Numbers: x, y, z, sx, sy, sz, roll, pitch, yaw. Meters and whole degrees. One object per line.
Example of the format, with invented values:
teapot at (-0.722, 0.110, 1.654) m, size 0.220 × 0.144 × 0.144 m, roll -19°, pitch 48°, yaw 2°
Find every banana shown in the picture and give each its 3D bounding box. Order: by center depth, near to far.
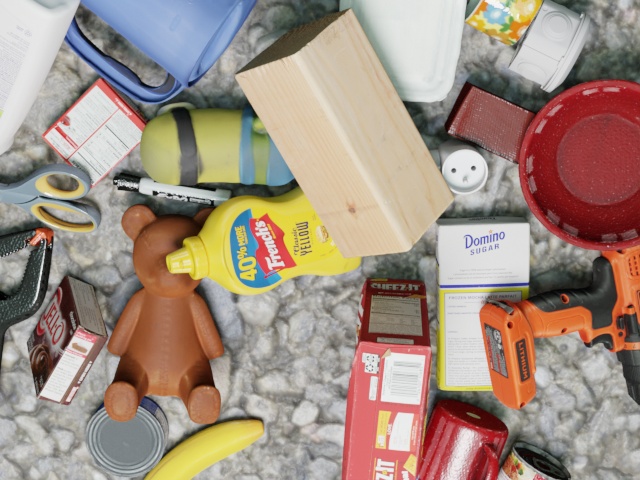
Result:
banana at (-0.145, 0.254, 1.158) m, size 0.069 × 0.037 × 0.198 m, roll 32°, pitch 107°, yaw -30°

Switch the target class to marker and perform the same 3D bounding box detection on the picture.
marker at (-0.152, -0.052, 1.089) m, size 0.121 × 0.020 × 0.020 m, roll 10°, pitch 104°, yaw 0°

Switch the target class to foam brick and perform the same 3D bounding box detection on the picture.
foam brick at (0.167, -0.116, 1.043) m, size 0.078 × 0.053 × 0.051 m, roll 24°, pitch 104°, yaw -5°

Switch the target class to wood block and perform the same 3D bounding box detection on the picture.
wood block at (0.024, -0.094, 0.980) m, size 0.091 × 0.090 × 0.206 m, roll -7°, pitch 120°, yaw 48°

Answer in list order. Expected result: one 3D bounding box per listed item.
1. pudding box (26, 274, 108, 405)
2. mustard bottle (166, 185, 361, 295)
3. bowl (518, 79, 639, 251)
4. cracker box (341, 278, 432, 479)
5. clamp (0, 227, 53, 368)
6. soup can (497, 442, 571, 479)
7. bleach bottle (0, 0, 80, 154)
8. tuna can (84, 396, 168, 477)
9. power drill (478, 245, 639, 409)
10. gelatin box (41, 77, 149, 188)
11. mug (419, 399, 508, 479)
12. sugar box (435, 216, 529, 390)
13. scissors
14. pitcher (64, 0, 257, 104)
pudding box at (-0.258, 0.100, 1.083) m, size 0.039 × 0.114 × 0.090 m, roll 23°, pitch 105°, yaw -31°
mustard bottle at (-0.057, 0.001, 1.041) m, size 0.191 × 0.058 × 0.096 m, roll -13°, pitch 106°, yaw -20°
bowl at (0.271, -0.074, 1.015) m, size 0.162 × 0.055 × 0.162 m, roll 2°, pitch 102°, yaw 11°
cracker box at (0.063, 0.142, 1.027) m, size 0.072 × 0.213 × 0.164 m, roll 5°, pitch 104°, yaw 3°
clamp at (-0.347, 0.073, 1.117) m, size 0.210 × 0.036 × 0.164 m, roll -40°, pitch 95°, yaw 8°
soup can at (0.210, 0.275, 1.129) m, size 0.068 × 0.068 × 0.102 m, roll 25°, pitch 104°, yaw -4°
bleach bottle at (-0.315, -0.159, 1.005) m, size 0.102 × 0.068 × 0.251 m, roll 37°, pitch 131°, yaw -4°
tuna can at (-0.207, 0.209, 1.148) m, size 0.086 × 0.033 × 0.086 m, roll 1°, pitch 104°, yaw 2°
power drill at (0.258, 0.102, 1.064) m, size 0.187 × 0.057 × 0.184 m, roll -17°, pitch 103°, yaw -17°
gelatin box at (-0.223, -0.109, 1.073) m, size 0.089 × 0.030 × 0.073 m, roll -42°, pitch 100°, yaw 11°
mug at (0.148, 0.220, 1.097) m, size 0.093 × 0.117 × 0.081 m, roll 16°, pitch 100°, yaw -21°
sugar box at (0.165, 0.065, 1.091) m, size 0.093 × 0.048 × 0.176 m, roll -1°, pitch 100°, yaw 1°
scissors at (-0.315, -0.059, 1.071) m, size 0.201 × 0.016 × 0.096 m, roll 20°, pitch 135°, yaw -10°
pitcher at (-0.184, -0.253, 0.989) m, size 0.243 × 0.145 × 0.149 m, roll 35°, pitch 61°, yaw -2°
